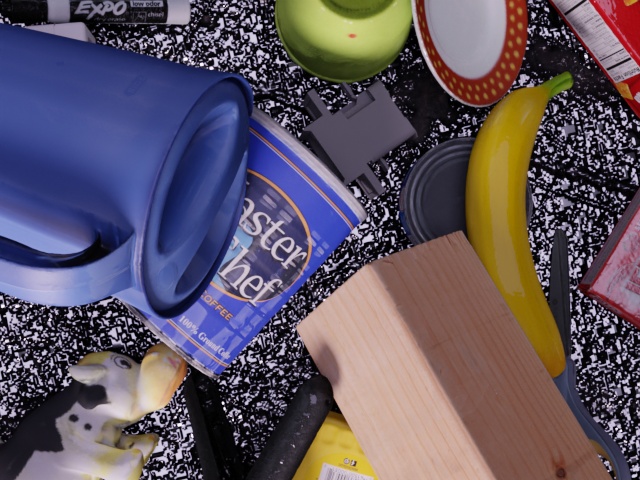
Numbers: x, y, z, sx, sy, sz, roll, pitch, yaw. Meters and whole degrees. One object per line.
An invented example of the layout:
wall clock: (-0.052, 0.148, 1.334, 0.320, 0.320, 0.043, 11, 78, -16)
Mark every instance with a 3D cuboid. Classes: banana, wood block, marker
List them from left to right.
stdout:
marker: (-0.145, -0.149, 0.691, 0.121, 0.020, 0.020, -5, 89, -22)
wood block: (0.085, 0.110, 0.643, 0.090, 0.090, 0.206, -17, 72, -40)
banana: (0.126, -0.012, 0.677, 0.069, 0.037, 0.198, 3, 89, -1)

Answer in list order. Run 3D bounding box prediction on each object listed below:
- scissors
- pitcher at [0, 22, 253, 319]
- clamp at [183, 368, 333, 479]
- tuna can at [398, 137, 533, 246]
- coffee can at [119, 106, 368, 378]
scissors: (0.171, 0.096, 0.696, 0.016, 0.096, 0.202, 12, 90, -41)
pitcher: (-0.169, -0.050, 0.571, 0.243, 0.149, 0.145, 17, 83, 14)
clamp: (-0.055, 0.159, 0.668, 0.039, 0.120, 0.171, 20, 81, -41)
tuna can: (0.096, -0.024, 0.712, 0.086, 0.034, 0.086, 0, 89, -3)
coffee can: (-0.054, 0.001, 0.670, 0.103, 0.103, 0.140, 43, 87, -2)
